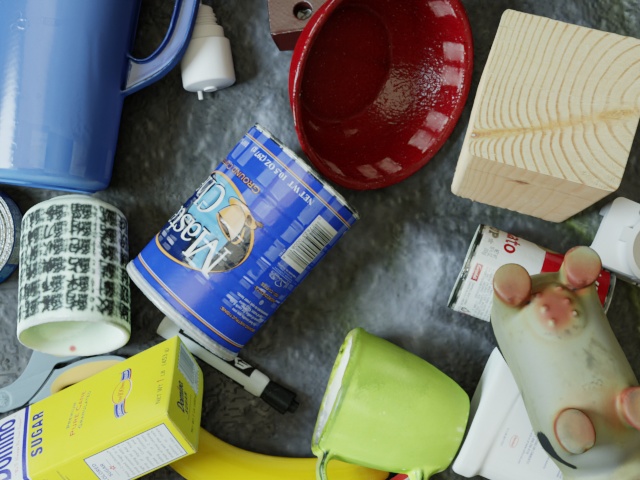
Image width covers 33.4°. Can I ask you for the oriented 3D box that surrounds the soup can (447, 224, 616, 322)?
[{"bbox_3d":[0.150,0.037,0.766,0.102,0.068,0.068,22,88,7],"label":"soup can"}]

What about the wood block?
[{"bbox_3d":[0.144,-0.072,0.705,0.091,0.206,0.090,15,88,5],"label":"wood block"}]

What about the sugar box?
[{"bbox_3d":[-0.169,0.141,0.759,0.176,0.093,0.048,-24,118,11],"label":"sugar box"}]

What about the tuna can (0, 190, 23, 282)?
[{"bbox_3d":[-0.272,-0.004,0.823,0.086,0.033,0.086,0,86,5],"label":"tuna can"}]

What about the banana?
[{"bbox_3d":[-0.051,0.160,0.790,0.198,0.037,0.069,21,88,6],"label":"banana"}]

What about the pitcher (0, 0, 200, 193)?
[{"bbox_3d":[-0.185,-0.159,0.783,0.149,0.144,0.243,7,90,44],"label":"pitcher"}]

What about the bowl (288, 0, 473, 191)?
[{"bbox_3d":[0.033,-0.120,0.768,0.055,0.161,0.162,33,89,47],"label":"bowl"}]

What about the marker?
[{"bbox_3d":[-0.069,0.094,0.805,0.121,0.020,0.020,32,89,6],"label":"marker"}]

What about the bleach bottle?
[{"bbox_3d":[0.226,0.163,0.754,0.251,0.068,0.102,22,88,4],"label":"bleach bottle"}]

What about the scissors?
[{"bbox_3d":[-0.237,0.102,0.821,0.202,0.016,0.096,-8,84,4],"label":"scissors"}]

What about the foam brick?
[{"bbox_3d":[-0.013,-0.188,0.804,0.053,0.051,0.078,-7,86,5],"label":"foam brick"}]

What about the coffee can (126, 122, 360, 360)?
[{"bbox_3d":[-0.055,0.001,0.769,0.103,0.103,0.140,42,90,6],"label":"coffee can"}]
